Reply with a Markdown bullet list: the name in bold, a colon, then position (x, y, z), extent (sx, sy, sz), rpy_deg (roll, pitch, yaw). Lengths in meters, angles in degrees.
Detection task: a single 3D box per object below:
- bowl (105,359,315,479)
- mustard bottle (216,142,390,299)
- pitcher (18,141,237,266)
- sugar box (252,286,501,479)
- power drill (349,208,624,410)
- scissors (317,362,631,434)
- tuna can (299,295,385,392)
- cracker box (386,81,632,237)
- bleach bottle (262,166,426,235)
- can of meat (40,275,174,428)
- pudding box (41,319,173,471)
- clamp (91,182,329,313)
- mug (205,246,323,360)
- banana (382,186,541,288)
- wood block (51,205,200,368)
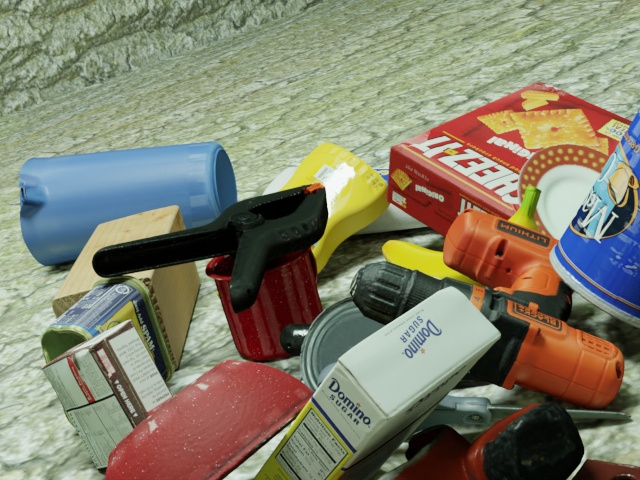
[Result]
- **bowl**: position (-0.074, 0.121, 0.640), extent (0.162, 0.055, 0.162), rpy_deg (-39, -6, -5)
- **mustard bottle**: position (-0.027, -0.007, 1.041), extent (0.191, 0.058, 0.096), rpy_deg (-44, 59, -16)
- **pitcher**: position (-0.225, -0.048, 1.282), extent (0.243, 0.145, 0.149), rpy_deg (-7, 32, 11)
- **sugar box**: position (0.023, 0.101, 0.602), extent (0.093, 0.048, 0.176), rpy_deg (-29, -22, -37)
- **power drill**: position (0.118, 0.038, 0.756), extent (0.184, 0.057, 0.187), rpy_deg (23, 24, 2)
- **scissors**: position (0.086, 0.099, 0.675), extent (0.202, 0.096, 0.016), rpy_deg (-10, 50, 21)
- **tuna can**: position (0.031, 0.084, 0.755), extent (0.086, 0.033, 0.086), rpy_deg (-13, 61, 23)
- **cracker box**: position (0.195, -0.068, 1.008), extent (0.213, 0.072, 0.164), rpy_deg (-25, 42, -31)
- **bleach bottle**: position (0.068, -0.044, 1.128), extent (0.251, 0.068, 0.102), rpy_deg (-3, 23, 25)
- **can of meat**: position (-0.170, 0.092, 0.854), extent (0.058, 0.102, 0.083), rpy_deg (-4, 23, 26)
- **pudding box**: position (-0.144, 0.111, 0.744), extent (0.039, 0.090, 0.114), rpy_deg (-31, 3, -32)
- **clamp**: position (-0.056, 0.001, 0.864), extent (0.209, 0.036, 0.165), rpy_deg (-25, 29, -39)
- **mug**: position (-0.037, 0.044, 0.918), extent (0.093, 0.081, 0.117), rpy_deg (-3, 22, 31)
- **banana**: position (0.120, 0.014, 0.906), extent (0.037, 0.069, 0.198), rpy_deg (18, -23, -32)
- **wood block**: position (-0.176, 0.047, 1.003), extent (0.090, 0.091, 0.206), rpy_deg (-14, 19, 4)
